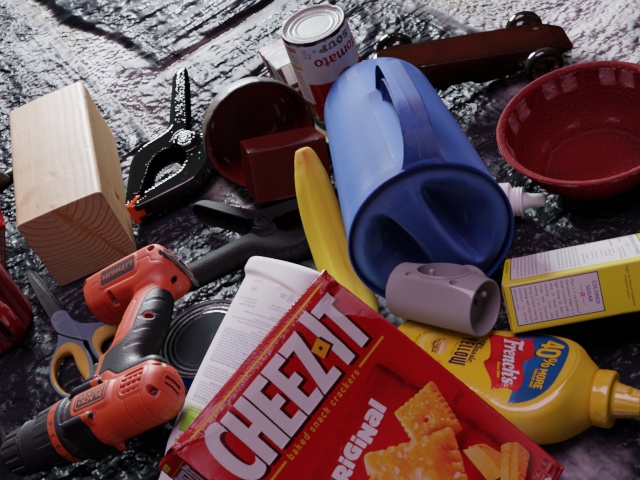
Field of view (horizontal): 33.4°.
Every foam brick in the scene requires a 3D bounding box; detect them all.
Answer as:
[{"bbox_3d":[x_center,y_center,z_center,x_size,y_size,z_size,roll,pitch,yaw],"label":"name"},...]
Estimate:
[{"bbox_3d":[-0.034,-0.073,1.027,0.078,0.053,0.051,-12,21,-12],"label":"foam brick"}]

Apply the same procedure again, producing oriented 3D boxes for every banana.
[{"bbox_3d":[0.016,0.009,0.922,0.037,0.070,0.198,-11,55,-18],"label":"banana"}]

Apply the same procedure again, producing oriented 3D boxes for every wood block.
[{"bbox_3d":[-0.261,-0.064,1.117,0.090,0.091,0.206,-23,42,1],"label":"wood block"}]

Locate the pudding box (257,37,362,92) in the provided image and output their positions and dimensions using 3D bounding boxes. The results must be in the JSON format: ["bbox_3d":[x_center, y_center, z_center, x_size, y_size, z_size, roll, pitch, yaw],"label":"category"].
[{"bbox_3d":[-0.013,-0.202,1.162,0.090,0.039,0.113,-27,27,-3],"label":"pudding box"}]

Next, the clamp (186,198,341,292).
[{"bbox_3d":[-0.057,0.001,0.995,0.172,0.039,0.120,-4,46,21],"label":"clamp"}]

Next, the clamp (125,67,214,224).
[{"bbox_3d":[-0.145,-0.104,1.140,0.165,0.036,0.209,25,62,33],"label":"clamp"}]

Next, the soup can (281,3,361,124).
[{"bbox_3d":[0.007,-0.176,1.065,0.068,0.102,0.068,-12,43,12],"label":"soup can"}]

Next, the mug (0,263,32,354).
[{"bbox_3d":[-0.322,0.064,1.021,0.117,0.081,0.093,18,57,37],"label":"mug"}]

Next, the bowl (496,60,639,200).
[{"bbox_3d":[0.239,-0.087,0.938,0.162,0.055,0.162,-13,43,12],"label":"bowl"}]

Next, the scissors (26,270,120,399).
[{"bbox_3d":[-0.227,0.074,1.017,0.096,0.016,0.202,-23,43,-2],"label":"scissors"}]

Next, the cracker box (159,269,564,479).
[{"bbox_3d":[0.030,0.149,0.698,0.214,0.072,0.164,40,63,3],"label":"cracker box"}]

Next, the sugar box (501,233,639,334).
[{"bbox_3d":[0.229,0.026,0.810,0.176,0.048,0.093,-9,10,14],"label":"sugar box"}]

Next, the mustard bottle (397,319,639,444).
[{"bbox_3d":[0.140,0.105,0.785,0.192,0.058,0.096,6,34,28],"label":"mustard bottle"}]

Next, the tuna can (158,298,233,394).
[{"bbox_3d":[-0.094,0.093,0.924,0.086,0.033,0.086,-13,43,12],"label":"tuna can"}]

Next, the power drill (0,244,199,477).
[{"bbox_3d":[-0.181,0.102,0.899,0.185,0.057,0.187,-24,37,25],"label":"power drill"}]

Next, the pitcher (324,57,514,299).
[{"bbox_3d":[0.071,-0.073,0.924,0.149,0.144,0.243,-52,27,23],"label":"pitcher"}]

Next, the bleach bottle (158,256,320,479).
[{"bbox_3d":[-0.071,0.136,0.827,0.103,0.068,0.250,11,66,49],"label":"bleach bottle"}]
